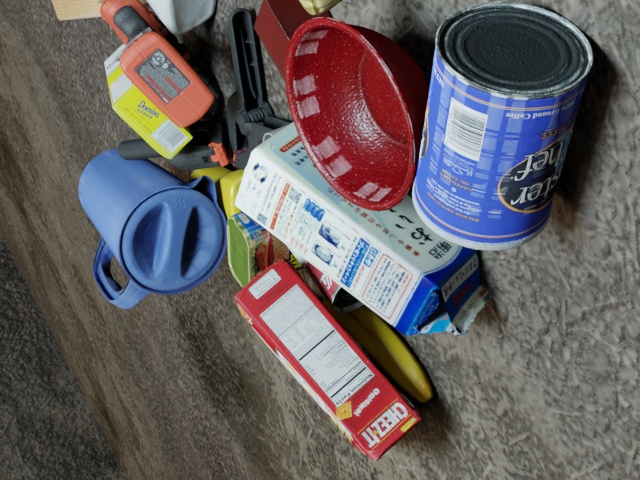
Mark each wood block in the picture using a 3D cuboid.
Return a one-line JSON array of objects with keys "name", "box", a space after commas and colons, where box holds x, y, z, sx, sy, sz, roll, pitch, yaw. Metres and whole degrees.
[{"name": "wood block", "box": [-0.282, -0.339, 1.363, 0.206, 0.090, 0.091, 18, 129, 60]}]

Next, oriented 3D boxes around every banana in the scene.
[{"name": "banana", "box": [0.053, 0.100, 1.138, 0.198, 0.037, 0.069, 39, 166, 50]}]

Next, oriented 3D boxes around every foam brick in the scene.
[{"name": "foam brick", "box": [-0.019, -0.189, 0.992, 0.078, 0.052, 0.051, 61, 156, 13]}]

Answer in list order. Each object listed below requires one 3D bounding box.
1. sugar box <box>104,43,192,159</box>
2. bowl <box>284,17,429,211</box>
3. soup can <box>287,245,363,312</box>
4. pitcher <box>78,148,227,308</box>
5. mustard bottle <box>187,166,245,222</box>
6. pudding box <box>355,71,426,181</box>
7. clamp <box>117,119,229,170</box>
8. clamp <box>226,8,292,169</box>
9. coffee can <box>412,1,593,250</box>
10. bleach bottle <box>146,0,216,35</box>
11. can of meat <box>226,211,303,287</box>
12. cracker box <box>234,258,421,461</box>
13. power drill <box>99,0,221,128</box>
[{"name": "sugar box", "box": [-0.205, -0.168, 1.259, 0.093, 0.048, 0.176, 45, -169, -29]}, {"name": "bowl", "box": [0.040, -0.107, 0.853, 0.162, 0.055, 0.162, 39, 143, 37]}, {"name": "soup can", "box": [0.014, 0.014, 1.094, 0.102, 0.068, 0.068, 52, 153, 30]}, {"name": "pitcher", "box": [-0.225, -0.026, 1.326, 0.243, 0.149, 0.145, 35, 137, 57]}, {"name": "mustard bottle", "box": [-0.122, -0.048, 1.335, 0.192, 0.058, 0.096, 20, 134, 59]}, {"name": "pudding box", "box": [0.052, -0.108, 0.934, 0.114, 0.039, 0.090, 28, 135, 54]}, {"name": "clamp", "box": [-0.173, -0.117, 1.295, 0.172, 0.120, 0.039, 35, 161, 54]}, {"name": "clamp", "box": [-0.075, -0.145, 1.169, 0.164, 0.036, 0.210, 68, 161, 10]}, {"name": "coffee can", "box": [0.122, -0.077, 0.738, 0.103, 0.102, 0.140, 49, 151, 34]}, {"name": "bleach bottle", "box": [-0.214, -0.349, 1.197, 0.251, 0.068, 0.102, 50, 162, 17]}, {"name": "can of meat", "box": [-0.058, 0.001, 1.213, 0.057, 0.083, 0.102, 48, 151, 36]}, {"name": "cracker box", "box": [0.004, 0.122, 1.113, 0.214, 0.072, 0.164, 49, 173, 3]}, {"name": "power drill", "box": [-0.168, -0.189, 1.187, 0.184, 0.057, 0.188, 45, -174, -26]}]
